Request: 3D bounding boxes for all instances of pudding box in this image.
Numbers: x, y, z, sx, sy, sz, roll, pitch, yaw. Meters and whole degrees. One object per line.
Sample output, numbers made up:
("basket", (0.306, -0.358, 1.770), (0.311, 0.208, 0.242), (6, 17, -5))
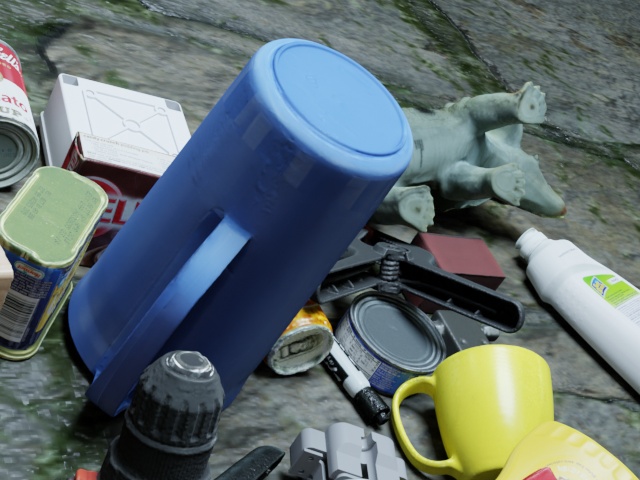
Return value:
("pudding box", (-0.136, -0.022, 0.762), (0.113, 0.090, 0.039), (11, 37, -31))

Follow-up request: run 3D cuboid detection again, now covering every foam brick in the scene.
("foam brick", (0.113, 0.030, 0.944), (0.078, 0.053, 0.051), (5, 41, -36))

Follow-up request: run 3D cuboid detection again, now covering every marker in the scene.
("marker", (0.013, 0.090, 0.805), (0.020, 0.020, 0.121), (-6, 48, -46))

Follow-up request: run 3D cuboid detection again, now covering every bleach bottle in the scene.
("bleach bottle", (0.291, 0.077, 1.026), (0.251, 0.068, 0.102), (45, 34, 24))

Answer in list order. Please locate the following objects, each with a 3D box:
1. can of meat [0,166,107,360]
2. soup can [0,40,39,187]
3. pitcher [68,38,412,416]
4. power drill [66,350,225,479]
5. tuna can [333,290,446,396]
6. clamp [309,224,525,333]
("can of meat", (-0.183, 0.011, 0.682), (0.057, 0.084, 0.102), (27, 32, -8))
("soup can", (-0.248, -0.095, 0.788), (0.068, 0.069, 0.102), (9, 39, -33))
("pitcher", (-0.054, 0.001, 0.658), (0.144, 0.243, 0.149), (9, 45, -35))
("power drill", (-0.148, 0.119, 0.488), (0.187, 0.184, 0.057), (13, 20, -13))
("tuna can", (0.054, 0.081, 0.839), (0.086, 0.034, 0.086), (22, 33, -16))
("clamp", (0.046, 0.022, 0.845), (0.164, 0.036, 0.210), (9, 12, -19))
